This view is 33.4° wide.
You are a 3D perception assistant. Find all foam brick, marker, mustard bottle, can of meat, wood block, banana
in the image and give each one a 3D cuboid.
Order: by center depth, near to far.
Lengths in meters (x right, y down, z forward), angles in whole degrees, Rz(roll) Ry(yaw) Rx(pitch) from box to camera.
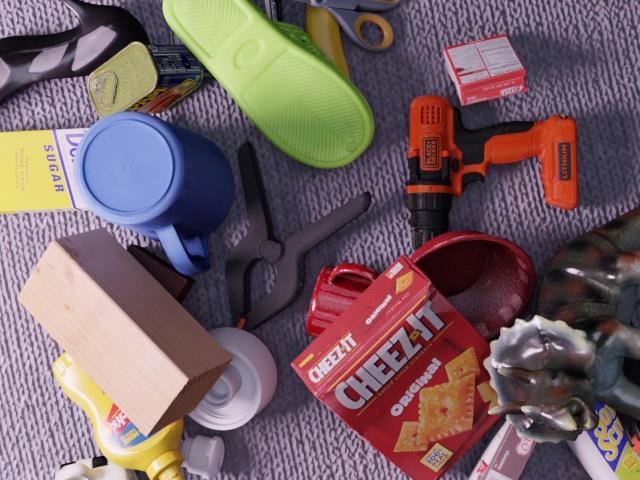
[{"bbox_3d":[-0.206,0.093,1.118,0.206,0.090,0.090,43,115,13],"label":"wood block"},{"bbox_3d":[-0.205,0.190,1.163,0.096,0.058,0.192,-31,69,-19],"label":"mustard bottle"},{"bbox_3d":[-0.191,-0.176,1.174,0.102,0.083,0.057,-27,84,35],"label":"can of meat"},{"bbox_3d":[-0.190,0.046,1.200,0.078,0.051,0.053,32,90,3],"label":"foam brick"},{"bbox_3d":[0.017,-0.262,1.211,0.069,0.037,0.198,11,88,3],"label":"banana"},{"bbox_3d":[-0.050,-0.229,1.221,0.020,0.020,0.121,-6,88,2],"label":"marker"}]

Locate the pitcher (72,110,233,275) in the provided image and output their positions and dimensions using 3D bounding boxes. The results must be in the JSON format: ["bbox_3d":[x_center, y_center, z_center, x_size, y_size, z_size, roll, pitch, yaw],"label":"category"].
[{"bbox_3d":[-0.168,-0.055,1.107,0.149,0.243,0.145,27,91,4],"label":"pitcher"}]

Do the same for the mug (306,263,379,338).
[{"bbox_3d":[0.034,0.068,1.163,0.081,0.117,0.093,14,50,8],"label":"mug"}]

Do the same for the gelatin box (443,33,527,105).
[{"bbox_3d":[0.182,-0.189,1.180,0.073,0.089,0.030,-13,129,2],"label":"gelatin box"}]

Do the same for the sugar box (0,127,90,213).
[{"bbox_3d":[-0.322,-0.078,1.213,0.176,0.048,0.093,-4,87,3],"label":"sugar box"}]

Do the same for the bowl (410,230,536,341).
[{"bbox_3d":[0.149,0.044,1.162,0.162,0.055,0.162,-7,127,-9],"label":"bowl"}]

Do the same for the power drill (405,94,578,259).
[{"bbox_3d":[0.189,-0.070,1.187,0.187,0.057,0.184,0,91,1],"label":"power drill"}]

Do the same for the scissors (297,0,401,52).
[{"bbox_3d":[0.007,-0.249,1.178,0.201,0.016,0.096,-13,96,-26],"label":"scissors"}]

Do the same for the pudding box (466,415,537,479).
[{"bbox_3d":[0.197,0.238,1.157,0.039,0.090,0.113,29,89,4],"label":"pudding box"}]

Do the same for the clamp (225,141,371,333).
[{"bbox_3d":[-0.058,0.001,1.197,0.165,0.036,0.210,31,98,17],"label":"clamp"}]

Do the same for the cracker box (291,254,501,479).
[{"bbox_3d":[0.100,0.144,1.120,0.164,0.072,0.213,-45,126,0],"label":"cracker box"}]
